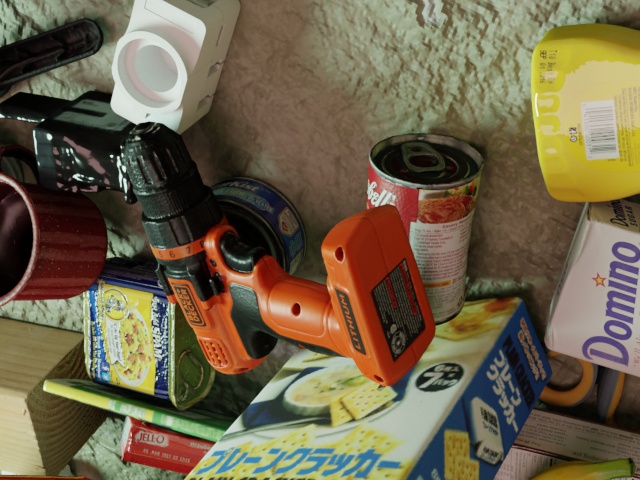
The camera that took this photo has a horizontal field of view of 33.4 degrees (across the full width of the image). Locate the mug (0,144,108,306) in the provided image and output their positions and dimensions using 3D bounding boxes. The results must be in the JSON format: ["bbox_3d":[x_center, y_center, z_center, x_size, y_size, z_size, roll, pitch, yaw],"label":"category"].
[{"bbox_3d":[-0.207,-0.010,0.751,0.093,0.081,0.117,-18,79,27],"label":"mug"}]

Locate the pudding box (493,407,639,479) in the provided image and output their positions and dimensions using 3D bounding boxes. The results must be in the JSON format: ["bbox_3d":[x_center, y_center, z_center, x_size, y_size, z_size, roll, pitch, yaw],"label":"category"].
[{"bbox_3d":[0.167,0.157,0.710,0.114,0.039,0.090,10,136,19],"label":"pudding box"}]

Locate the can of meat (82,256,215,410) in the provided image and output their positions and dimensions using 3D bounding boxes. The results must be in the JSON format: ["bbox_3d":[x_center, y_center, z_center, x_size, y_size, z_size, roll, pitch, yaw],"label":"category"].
[{"bbox_3d":[-0.127,0.066,0.792,0.084,0.057,0.102,9,107,24],"label":"can of meat"}]

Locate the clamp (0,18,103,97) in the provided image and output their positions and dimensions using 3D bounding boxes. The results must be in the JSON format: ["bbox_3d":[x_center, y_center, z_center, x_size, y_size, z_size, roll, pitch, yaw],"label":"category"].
[{"bbox_3d":[-0.241,-0.113,0.719,0.172,0.120,0.039,-18,82,36],"label":"clamp"}]

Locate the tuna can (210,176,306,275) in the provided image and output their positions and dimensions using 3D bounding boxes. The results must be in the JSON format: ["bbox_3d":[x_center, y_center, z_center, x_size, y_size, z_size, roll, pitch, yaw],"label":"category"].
[{"bbox_3d":[-0.055,0.001,0.740,0.086,0.033,0.086,12,123,20],"label":"tuna can"}]

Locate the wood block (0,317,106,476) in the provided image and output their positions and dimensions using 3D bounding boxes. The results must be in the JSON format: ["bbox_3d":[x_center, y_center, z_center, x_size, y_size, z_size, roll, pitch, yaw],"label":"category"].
[{"bbox_3d":[-0.296,0.122,0.898,0.206,0.090,0.091,8,123,22],"label":"wood block"}]

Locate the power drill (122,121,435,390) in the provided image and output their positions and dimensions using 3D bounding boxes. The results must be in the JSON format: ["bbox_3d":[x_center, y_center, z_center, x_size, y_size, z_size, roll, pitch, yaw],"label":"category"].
[{"bbox_3d":[-0.030,0.011,0.651,0.188,0.057,0.184,7,129,43],"label":"power drill"}]

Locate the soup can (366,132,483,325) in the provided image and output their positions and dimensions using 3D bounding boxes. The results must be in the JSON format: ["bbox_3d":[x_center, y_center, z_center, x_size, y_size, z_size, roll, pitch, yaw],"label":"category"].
[{"bbox_3d":[0.061,-0.006,0.657,0.069,0.068,0.102,14,124,18],"label":"soup can"}]

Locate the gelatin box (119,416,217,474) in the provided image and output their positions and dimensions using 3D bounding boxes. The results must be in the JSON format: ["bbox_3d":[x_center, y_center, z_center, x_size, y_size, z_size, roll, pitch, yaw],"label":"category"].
[{"bbox_3d":[-0.115,0.156,0.821,0.073,0.089,0.030,16,84,-10],"label":"gelatin box"}]
